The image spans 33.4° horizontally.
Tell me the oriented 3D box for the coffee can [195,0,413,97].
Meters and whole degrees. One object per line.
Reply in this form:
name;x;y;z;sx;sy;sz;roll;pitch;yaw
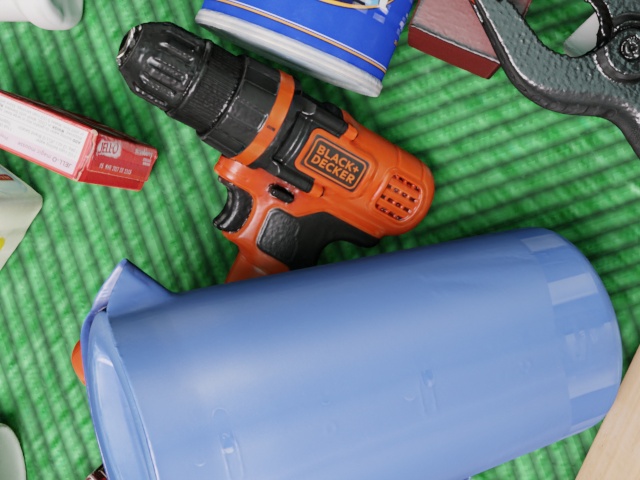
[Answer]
coffee can;0.008;-0.158;0.546;0.103;0.102;0.140;22;95;5

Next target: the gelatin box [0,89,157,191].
gelatin box;-0.143;-0.057;0.577;0.089;0.073;0.030;22;94;17

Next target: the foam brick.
foam brick;0.078;-0.119;0.553;0.051;0.078;0.053;23;95;3

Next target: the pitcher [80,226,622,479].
pitcher;0.018;0.080;0.507;0.242;0.149;0.145;-13;47;-21

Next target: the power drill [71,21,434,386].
power drill;-0.054;0.001;0.556;0.184;0.057;0.188;27;100;-22
